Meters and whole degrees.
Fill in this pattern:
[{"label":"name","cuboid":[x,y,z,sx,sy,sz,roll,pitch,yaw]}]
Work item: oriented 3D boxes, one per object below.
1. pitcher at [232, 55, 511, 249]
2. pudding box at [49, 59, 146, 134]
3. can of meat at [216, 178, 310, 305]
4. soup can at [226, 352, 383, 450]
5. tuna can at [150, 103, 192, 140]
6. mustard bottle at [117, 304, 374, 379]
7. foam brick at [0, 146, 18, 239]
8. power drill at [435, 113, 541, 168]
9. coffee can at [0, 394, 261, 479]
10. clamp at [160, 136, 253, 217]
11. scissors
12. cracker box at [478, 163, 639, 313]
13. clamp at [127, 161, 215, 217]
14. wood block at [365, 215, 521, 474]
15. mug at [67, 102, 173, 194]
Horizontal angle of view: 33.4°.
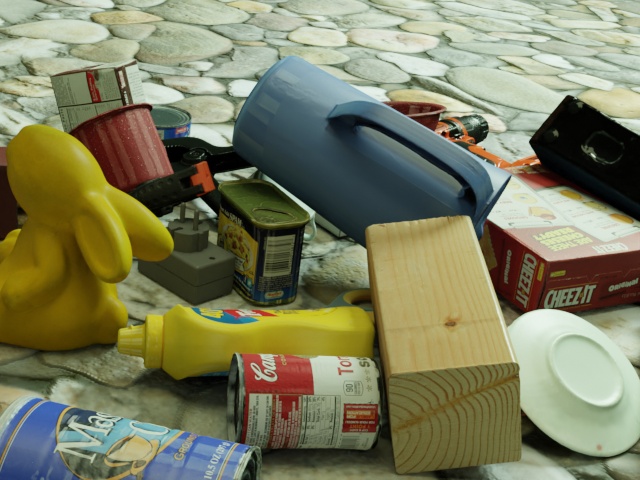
[{"label":"pitcher","cuboid":[0.044,-0.070,0.972,0.243,0.149,0.144,33,24,8]},{"label":"pudding box","cuboid":[-0.250,-0.154,1.219,0.114,0.090,0.039,0,19,36]},{"label":"can of meat","cuboid":[-0.056,0.001,0.977,0.057,0.084,0.102,-7,28,-30]},{"label":"soup can","cuboid":[-0.012,0.115,0.759,0.102,0.068,0.068,3,25,-11]},{"label":"tuna can","cuboid":[-0.201,-0.139,1.306,0.086,0.034,0.086,6,24,-3]},{"label":"mustard bottle","cuboid":[-0.060,0.079,0.825,0.191,0.058,0.096,1,1,-11]},{"label":"foam brick","cuboid":[-0.315,-0.046,1.015,0.051,0.078,0.053,-1,25,-14]},{"label":"power drill","cuboid":[0.207,-0.105,1.323,0.188,0.057,0.184,22,32,36]},{"label":"coffee can","cuboid":[-0.114,0.152,0.605,0.140,0.103,0.102,11,24,7]},{"label":"clamp","cuboid":[-0.133,-0.074,1.161,0.210,0.036,0.164,6,35,21]},{"label":"scissors","cuboid":[-0.009,0.063,0.939,0.201,0.016,0.096,6,23,-4]},{"label":"cracker box","cuboid":[0.220,-0.005,1.087,0.163,0.072,0.214,-7,29,-28]},{"label":"clamp","cuboid":[-0.167,-0.035,1.005,0.120,0.039,0.172,-28,3,-37]},{"label":"wood block","cuboid":[0.088,0.071,0.817,0.091,0.090,0.206,-6,30,1]},{"label":"mug","cuboid":[-0.195,-0.085,1.095,0.093,0.081,0.117,-23,-3,24]}]
